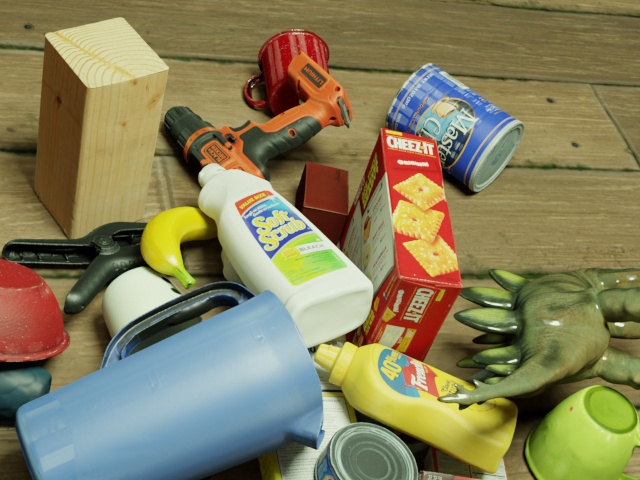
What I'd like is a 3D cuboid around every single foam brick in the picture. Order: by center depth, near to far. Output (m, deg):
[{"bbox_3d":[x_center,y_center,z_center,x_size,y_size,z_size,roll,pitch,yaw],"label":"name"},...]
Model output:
[{"bbox_3d":[0.001,-0.042,1.211,0.053,0.051,0.078,12,44,-8],"label":"foam brick"}]

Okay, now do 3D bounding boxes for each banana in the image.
[{"bbox_3d":[-0.143,-0.001,1.081,0.069,0.037,0.197,45,16,-9],"label":"banana"}]

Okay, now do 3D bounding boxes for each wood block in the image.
[{"bbox_3d":[-0.228,-0.110,1.090,0.090,0.206,0.091,-21,57,-34],"label":"wood block"}]

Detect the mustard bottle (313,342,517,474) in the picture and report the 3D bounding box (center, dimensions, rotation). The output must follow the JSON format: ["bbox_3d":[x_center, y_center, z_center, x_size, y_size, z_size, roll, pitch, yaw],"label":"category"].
[{"bbox_3d":[0.084,0.143,0.985,0.191,0.058,0.096,24,23,7],"label":"mustard bottle"}]

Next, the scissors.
[{"bbox_3d":[0.105,0.154,1.071,0.096,0.016,0.201,18,27,24],"label":"scissors"}]

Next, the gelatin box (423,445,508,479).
[{"bbox_3d":[0.138,0.236,0.991,0.073,0.030,0.089,9,41,-10],"label":"gelatin box"}]

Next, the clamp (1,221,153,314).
[{"bbox_3d":[-0.231,0.013,1.083,0.120,0.039,0.171,34,34,21],"label":"clamp"}]

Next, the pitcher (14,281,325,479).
[{"bbox_3d":[-0.128,0.138,0.902,0.242,0.145,0.149,-21,10,-14],"label":"pitcher"}]

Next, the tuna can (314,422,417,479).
[{"bbox_3d":[0.041,0.201,0.926,0.086,0.034,0.086,15,41,-14],"label":"tuna can"}]

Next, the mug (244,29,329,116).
[{"bbox_3d":[-0.041,-0.200,1.340,0.117,0.093,0.081,-16,51,9],"label":"mug"}]

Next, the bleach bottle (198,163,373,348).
[{"bbox_3d":[-0.057,0.001,1.066,0.102,0.068,0.251,-17,44,-31],"label":"bleach bottle"}]

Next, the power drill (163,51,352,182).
[{"bbox_3d":[-0.072,-0.137,1.233,0.187,0.057,0.185,-37,55,-9],"label":"power drill"}]

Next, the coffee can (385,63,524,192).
[{"bbox_3d":[0.167,-0.141,1.330,0.140,0.103,0.102,38,47,20],"label":"coffee can"}]

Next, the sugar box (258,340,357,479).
[{"bbox_3d":[-0.015,0.173,0.994,0.093,0.048,0.176,3,42,-18],"label":"sugar box"}]

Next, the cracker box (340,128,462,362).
[{"bbox_3d":[0.078,0.018,1.095,0.072,0.164,0.213,10,44,-12],"label":"cracker box"}]

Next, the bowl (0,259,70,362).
[{"bbox_3d":[-0.300,0.053,0.958,0.162,0.055,0.162,14,11,-3],"label":"bowl"}]
